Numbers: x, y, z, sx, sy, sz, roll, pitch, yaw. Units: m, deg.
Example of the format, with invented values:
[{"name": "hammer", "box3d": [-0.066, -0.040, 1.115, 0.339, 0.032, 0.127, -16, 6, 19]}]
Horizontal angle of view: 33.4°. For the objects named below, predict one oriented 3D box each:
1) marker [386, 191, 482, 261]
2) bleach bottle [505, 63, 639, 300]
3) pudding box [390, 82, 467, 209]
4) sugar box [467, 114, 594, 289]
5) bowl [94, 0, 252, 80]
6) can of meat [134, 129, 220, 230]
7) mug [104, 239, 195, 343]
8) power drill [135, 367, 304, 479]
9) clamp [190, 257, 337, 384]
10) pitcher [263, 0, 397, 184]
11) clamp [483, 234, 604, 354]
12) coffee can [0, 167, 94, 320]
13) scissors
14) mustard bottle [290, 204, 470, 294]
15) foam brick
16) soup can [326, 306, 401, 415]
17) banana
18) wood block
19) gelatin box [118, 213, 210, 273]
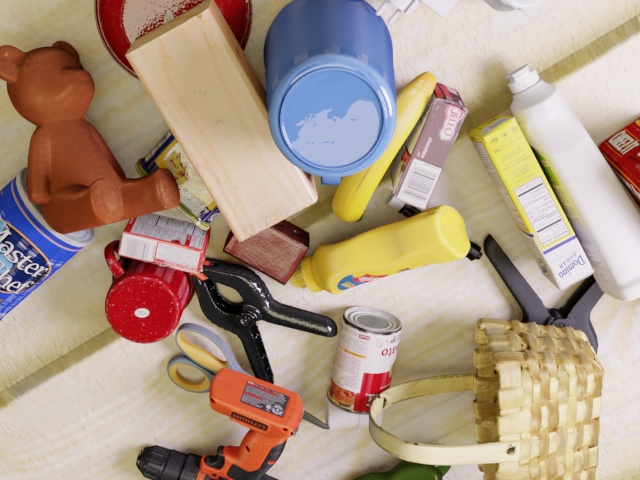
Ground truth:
[{"name": "marker", "box3d": [0.125, -0.014, 1.154, 0.121, 0.020, 0.020, 33, 107, -11]}, {"name": "bleach bottle", "box3d": [0.262, -0.064, 1.080, 0.068, 0.102, 0.251, -31, 97, -1]}, {"name": "pudding box", "box3d": [0.109, -0.099, 1.086, 0.039, 0.090, 0.114, 22, 109, -6]}, {"name": "sugar box", "box3d": [0.213, -0.041, 1.088, 0.048, 0.093, 0.176, -31, 98, 5]}, {"name": "bowl", "box3d": [-0.150, -0.224, 1.063, 0.162, 0.055, 0.162, 0, 110, 0]}, {"name": "can of meat", "box3d": [-0.127, -0.077, 1.115, 0.102, 0.057, 0.084, 42, 103, -14]}, {"name": "mug", "box3d": [-0.192, 0.050, 1.147, 0.093, 0.081, 0.117, -30, 107, 11]}, {"name": "power drill", "box3d": [-0.107, 0.231, 1.204, 0.184, 0.057, 0.188, 19, 128, -2]}, {"name": "clamp", "box3d": [-0.067, 0.078, 1.177, 0.120, 0.039, 0.171, -35, 108, 17]}, {"name": "pitcher", "box3d": [0.010, -0.136, 0.993, 0.145, 0.243, 0.149, -41, 107, 16]}, {"name": "clamp", "box3d": [0.270, 0.085, 1.178, 0.164, 0.036, 0.210, -7, 106, 4]}, {"name": "coffee can", "box3d": [-0.324, 0.006, 1.121, 0.140, 0.103, 0.102, -39, 105, 13]}, {"name": "scissors", "box3d": [-0.092, 0.172, 1.206, 0.201, 0.016, 0.096, 42, 122, -7]}, {"name": "mustard bottle", "box3d": [0.054, 0.016, 1.121, 0.192, 0.096, 0.058, -17, 83, 23]}, {"name": "foam brick", "box3d": [-0.058, 0.001, 1.144, 0.078, 0.053, 0.051, 29, 107, -11]}, {"name": "soup can", "box3d": [0.049, 0.132, 1.181, 0.068, 0.068, 0.102, 9, 109, -3]}, {"name": "banana", "box3d": [0.055, -0.084, 1.078, 0.037, 0.069, 0.198, 33, 126, 5]}, {"name": "wood block", "box3d": [-0.091, -0.116, 1.024, 0.090, 0.091, 0.206, -28, 109, 7]}, {"name": "gelatin box", "box3d": [-0.164, 0.001, 1.134, 0.089, 0.073, 0.030, 14, 110, -5]}]
